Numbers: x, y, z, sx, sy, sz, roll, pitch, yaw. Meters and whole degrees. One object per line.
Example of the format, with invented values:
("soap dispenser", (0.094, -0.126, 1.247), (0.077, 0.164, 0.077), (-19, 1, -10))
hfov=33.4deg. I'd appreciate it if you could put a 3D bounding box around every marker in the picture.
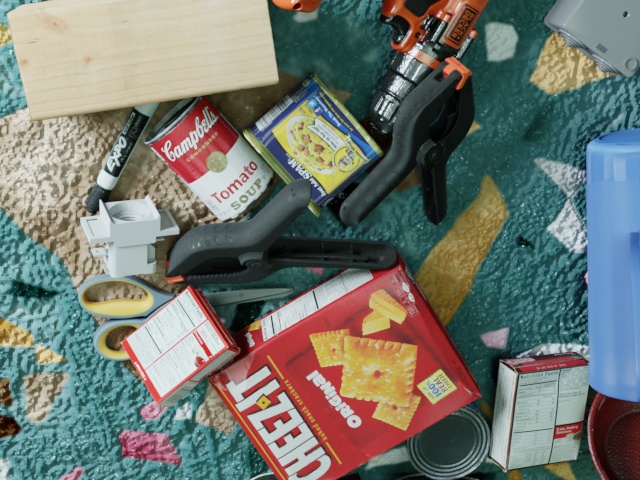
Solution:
("marker", (-0.180, -0.077, 0.962), (0.020, 0.020, 0.121), (27, 103, -15))

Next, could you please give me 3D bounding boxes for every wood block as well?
("wood block", (-0.145, -0.166, 0.900), (0.206, 0.091, 0.090), (-10, 109, -4))

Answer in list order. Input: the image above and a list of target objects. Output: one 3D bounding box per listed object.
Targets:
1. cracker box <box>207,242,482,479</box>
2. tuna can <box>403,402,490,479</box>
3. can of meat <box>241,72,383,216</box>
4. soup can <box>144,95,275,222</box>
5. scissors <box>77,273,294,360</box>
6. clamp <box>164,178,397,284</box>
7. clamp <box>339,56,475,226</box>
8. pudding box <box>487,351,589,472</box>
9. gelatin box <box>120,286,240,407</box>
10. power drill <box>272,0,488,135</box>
("cracker box", (0.022, 0.129, 1.027), (0.214, 0.072, 0.164), (-31, 108, 4))
("tuna can", (0.126, 0.197, 1.082), (0.086, 0.034, 0.086), (-2, 108, -6))
("can of meat", (-0.006, -0.088, 0.961), (0.084, 0.057, 0.102), (-41, 109, 5))
("soup can", (-0.097, -0.074, 0.948), (0.068, 0.068, 0.102), (-40, 109, 7))
("scissors", (-0.132, 0.077, 1.021), (0.201, 0.016, 0.096), (8, 109, -10))
("clamp", (-0.056, 0.001, 0.943), (0.210, 0.036, 0.164), (-10, 153, 22))
("clamp", (0.082, -0.079, 0.946), (0.120, 0.039, 0.172), (-14, 131, -36))
("pudding box", (0.220, 0.171, 1.074), (0.089, 0.039, 0.113), (-3, 107, -21))
("gelatin box", (-0.129, 0.098, 0.983), (0.089, 0.030, 0.073), (-39, 67, 7))
("power drill", (0.049, -0.195, 0.904), (0.187, 0.057, 0.184), (21, 105, -39))
